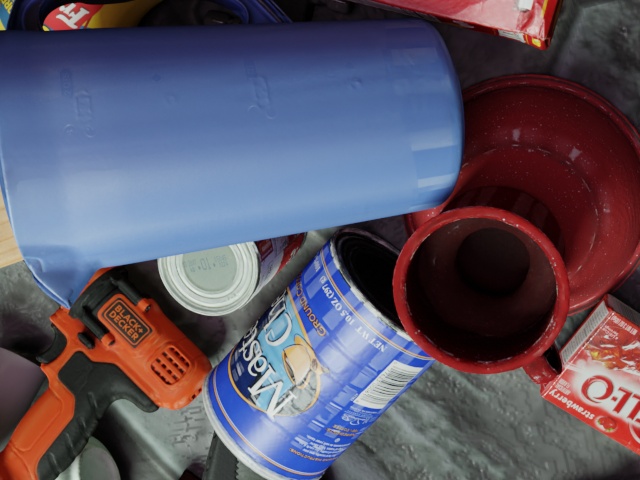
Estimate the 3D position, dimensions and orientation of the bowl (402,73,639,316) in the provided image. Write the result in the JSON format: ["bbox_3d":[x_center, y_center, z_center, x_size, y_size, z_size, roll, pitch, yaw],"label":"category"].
[{"bbox_3d":[0.123,-0.018,0.653,0.162,0.055,0.162,4,107,15],"label":"bowl"}]

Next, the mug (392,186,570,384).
[{"bbox_3d":[0.101,0.026,0.597,0.093,0.081,0.117,-34,94,22],"label":"mug"}]

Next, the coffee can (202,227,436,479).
[{"bbox_3d":[0.005,0.076,0.690,0.103,0.102,0.140,42,113,1],"label":"coffee can"}]

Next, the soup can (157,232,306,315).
[{"bbox_3d":[-0.054,0.001,0.685,0.068,0.102,0.068,4,107,15],"label":"soup can"}]

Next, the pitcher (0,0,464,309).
[{"bbox_3d":[-0.053,-0.068,0.584,0.242,0.145,0.149,-8,121,-11],"label":"pitcher"}]

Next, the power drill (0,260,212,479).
[{"bbox_3d":[-0.197,0.090,0.735,0.184,0.057,0.187,42,80,10],"label":"power drill"}]
